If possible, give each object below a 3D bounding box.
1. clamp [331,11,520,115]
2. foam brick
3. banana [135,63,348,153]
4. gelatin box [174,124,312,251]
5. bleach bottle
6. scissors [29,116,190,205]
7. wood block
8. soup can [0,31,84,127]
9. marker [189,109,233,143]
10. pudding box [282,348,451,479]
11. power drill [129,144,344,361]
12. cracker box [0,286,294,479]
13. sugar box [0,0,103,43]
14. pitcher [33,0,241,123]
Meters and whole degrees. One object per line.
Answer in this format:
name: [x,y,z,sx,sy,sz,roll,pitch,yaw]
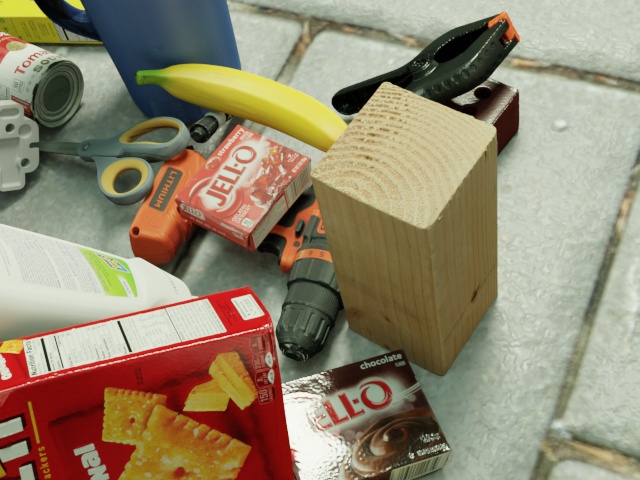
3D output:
clamp: [0.086,-0.125,0.879,0.172,0.039,0.120,-29,39,18]
foam brick: [0.126,-0.094,0.901,0.053,0.051,0.078,28,66,25]
banana: [-0.053,-0.110,0.885,0.198,0.037,0.069,18,35,15]
gelatin box: [-0.060,-0.042,0.845,0.073,0.030,0.089,26,60,22]
bleach bottle: [-0.173,0.043,0.739,0.068,0.250,0.103,-53,48,21]
scissors: [-0.200,-0.064,0.923,0.202,0.016,0.096,-7,50,30]
wood block: [0.067,-0.001,0.756,0.090,0.206,0.090,27,65,24]
soup can: [-0.282,-0.153,1.002,0.102,0.068,0.068,25,64,23]
marker: [-0.083,-0.116,0.940,0.020,0.020,0.121,11,32,16]
pudding box: [0.024,0.136,0.764,0.113,0.039,0.090,-13,55,-16]
power drill: [-0.056,0.001,0.869,0.188,0.057,0.184,13,56,14]
cracker box: [-0.126,0.136,0.670,0.213,0.164,0.072,-13,23,-16]
sugar box: [-0.229,-0.242,1.064,0.176,0.048,0.093,1,57,12]
pitcher: [-0.153,-0.213,0.912,0.149,0.243,0.145,36,69,28]
